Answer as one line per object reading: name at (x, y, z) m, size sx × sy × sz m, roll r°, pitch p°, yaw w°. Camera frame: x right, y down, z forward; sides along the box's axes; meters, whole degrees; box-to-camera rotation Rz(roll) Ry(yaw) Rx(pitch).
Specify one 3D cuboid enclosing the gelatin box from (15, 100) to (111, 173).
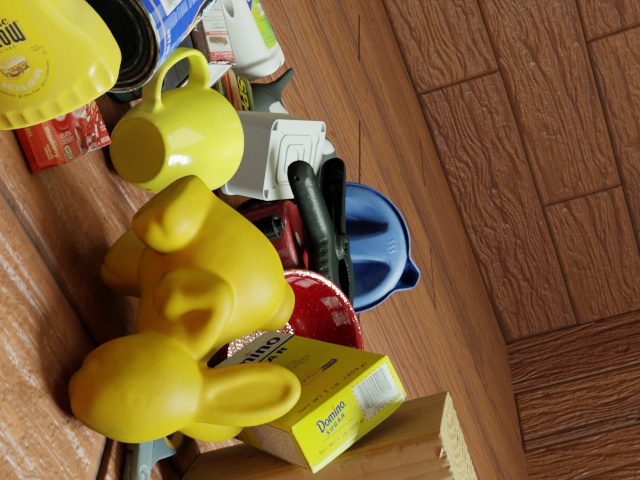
gelatin box at (-0.182, -0.091, 0.735) m, size 0.089 × 0.030 × 0.073 m, roll -57°, pitch 129°, yaw -73°

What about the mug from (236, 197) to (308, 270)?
mug at (-0.057, 0.001, 1.031) m, size 0.117 × 0.081 × 0.093 m, roll -92°, pitch 161°, yaw -46°

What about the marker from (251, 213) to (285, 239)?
marker at (-0.084, 0.004, 0.826) m, size 0.020 × 0.121 × 0.020 m, roll -16°, pitch 90°, yaw -77°

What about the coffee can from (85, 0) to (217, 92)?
coffee can at (-0.135, -0.192, 0.801) m, size 0.140 × 0.103 × 0.103 m, roll -61°, pitch 137°, yaw -43°

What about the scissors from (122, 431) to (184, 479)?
scissors at (-0.117, 0.163, 0.732) m, size 0.096 × 0.016 × 0.202 m, roll 57°, pitch 22°, yaw -52°

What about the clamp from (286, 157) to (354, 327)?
clamp at (0.003, 0.000, 0.999) m, size 0.120 × 0.039 × 0.171 m, roll 6°, pitch 76°, yaw -64°

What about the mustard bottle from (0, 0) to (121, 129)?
mustard bottle at (-0.197, -0.154, 0.603) m, size 0.058 × 0.096 × 0.191 m, roll -91°, pitch 160°, yaw -47°

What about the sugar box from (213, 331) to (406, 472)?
sugar box at (-0.024, 0.115, 0.808) m, size 0.177 × 0.093 × 0.048 m, roll 6°, pitch -55°, yaw 57°

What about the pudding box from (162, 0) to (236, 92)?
pudding box at (-0.121, -0.175, 0.939) m, size 0.114 × 0.039 × 0.090 m, roll -27°, pitch -104°, yaw 60°

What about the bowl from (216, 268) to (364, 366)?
bowl at (-0.037, 0.105, 0.951) m, size 0.161 × 0.055 × 0.162 m, roll 2°, pitch 87°, yaw -41°

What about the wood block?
wood block at (0.007, 0.190, 0.790) m, size 0.090 × 0.206 × 0.091 m, roll -47°, pitch 119°, yaw -75°

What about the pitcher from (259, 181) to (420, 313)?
pitcher at (0.012, 0.001, 1.180) m, size 0.243 × 0.145 × 0.149 m, roll -151°, pitch -141°, yaw -88°

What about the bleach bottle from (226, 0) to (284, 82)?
bleach bottle at (-0.118, -0.301, 1.192) m, size 0.102 × 0.068 × 0.251 m, roll -68°, pitch 138°, yaw -70°
